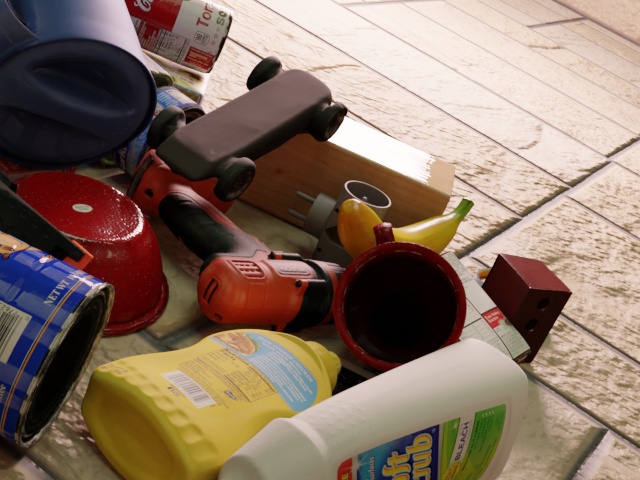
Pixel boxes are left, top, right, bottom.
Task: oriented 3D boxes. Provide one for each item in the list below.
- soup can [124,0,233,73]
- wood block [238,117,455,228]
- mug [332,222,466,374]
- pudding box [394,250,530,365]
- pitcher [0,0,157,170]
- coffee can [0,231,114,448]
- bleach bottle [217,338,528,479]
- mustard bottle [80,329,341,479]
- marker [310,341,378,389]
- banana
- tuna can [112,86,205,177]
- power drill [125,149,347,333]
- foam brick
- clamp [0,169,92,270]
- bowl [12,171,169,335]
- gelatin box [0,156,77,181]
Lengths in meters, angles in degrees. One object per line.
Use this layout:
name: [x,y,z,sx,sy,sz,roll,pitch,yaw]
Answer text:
soup can: [-0.141,-0.207,1.011,0.102,0.069,0.068,21,25,-15]
wood block: [0.013,-0.060,0.997,0.206,0.090,0.090,24,25,-1]
mug: [0.056,0.044,0.782,0.093,0.081,0.117,-14,74,2]
pudding box: [0.108,0.067,0.862,0.113,0.039,0.089,51,32,15]
pitcher: [-0.220,-0.190,0.832,0.144,0.149,0.243,1,50,-29]
coffee can: [-0.202,0.039,0.597,0.140,0.103,0.102,26,25,3]
bleach bottle: [0.024,0.134,0.642,0.250,0.103,0.068,-14,37,-44]
mustard bottle: [-0.049,0.098,0.671,0.096,0.058,0.191,35,27,28]
marker: [0.042,0.109,0.778,0.121,0.020,0.020,26,25,4]
banana: [0.061,-0.005,0.877,0.037,0.070,0.197,25,16,30]
tuna can: [-0.137,-0.088,0.922,0.034,0.086,0.086,36,27,19]
power drill: [-0.056,0.001,0.853,0.184,0.057,0.188,7,29,-49]
foam brick: [0.168,0.059,0.919,0.052,0.078,0.051,7,29,-33]
clamp: [-0.215,-0.032,0.676,0.171,0.039,0.120,43,-3,0]
bowl: [-0.177,-0.003,0.758,0.162,0.055,0.162,20,26,-10]
gelatin box: [-0.251,-0.070,0.850,0.089,0.030,0.073,38,28,25]
